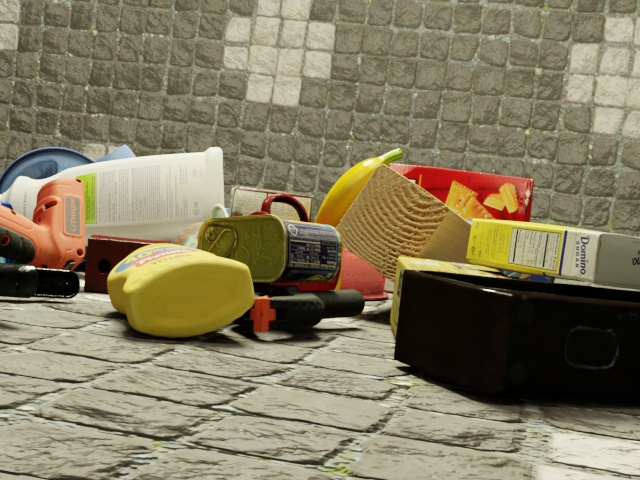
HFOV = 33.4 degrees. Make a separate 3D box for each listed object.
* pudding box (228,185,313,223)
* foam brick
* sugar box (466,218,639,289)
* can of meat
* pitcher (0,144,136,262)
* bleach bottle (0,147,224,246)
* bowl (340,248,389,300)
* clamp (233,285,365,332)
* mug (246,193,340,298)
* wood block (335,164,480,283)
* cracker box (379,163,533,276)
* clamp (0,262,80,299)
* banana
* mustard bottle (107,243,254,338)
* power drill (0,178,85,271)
[{"bbox_3d":[-0.058,0.001,1.157,0.090,0.113,0.039,7,0,-7],"label":"pudding box"},{"bbox_3d":[-0.186,0.025,1.033,0.078,0.053,0.051,5,3,-8],"label":"foam brick"},{"bbox_3d":[0.209,0.011,0.887,0.093,0.048,0.176,7,-1,-26],"label":"sugar box"},{"bbox_3d":[-0.044,0.010,0.943,0.102,0.057,0.083,-2,-5,38],"label":"can of meat"},{"bbox_3d":[-0.300,-0.044,1.275,0.149,0.145,0.243,5,1,-10],"label":"pitcher"},{"bbox_3d":[-0.228,-0.044,1.131,0.250,0.102,0.068,-2,-21,-5],"label":"bleach bottle"},{"bbox_3d":[0.004,0.032,1.259,0.162,0.055,0.162,6,4,-1],"label":"bowl"},{"bbox_3d":[-0.040,0.056,0.916,0.120,0.039,0.171,-4,-3,19],"label":"clamp"},{"bbox_3d":[-0.035,0.011,1.057,0.081,0.117,0.093,10,-20,-38],"label":"mug"},{"bbox_3d":[0.106,0.002,1.114,0.090,0.091,0.205,36,5,26],"label":"wood block"},{"bbox_3d":[0.170,-0.014,1.433,0.213,0.164,0.072,7,1,1],"label":"cracker box"},{"bbox_3d":[-0.301,0.028,0.838,0.210,0.036,0.165,4,-5,-8],"label":"clamp"},{"bbox_3d":[0.023,-0.012,1.108,0.069,0.198,0.037,6,38,-29],"label":"banana"},{"bbox_3d":[-0.124,0.036,0.879,0.096,0.058,0.192,-14,9,-18],"label":"mustard bottle"},{"bbox_3d":[-0.308,-0.046,0.978,0.187,0.184,0.057,20,-39,-40],"label":"power drill"}]
